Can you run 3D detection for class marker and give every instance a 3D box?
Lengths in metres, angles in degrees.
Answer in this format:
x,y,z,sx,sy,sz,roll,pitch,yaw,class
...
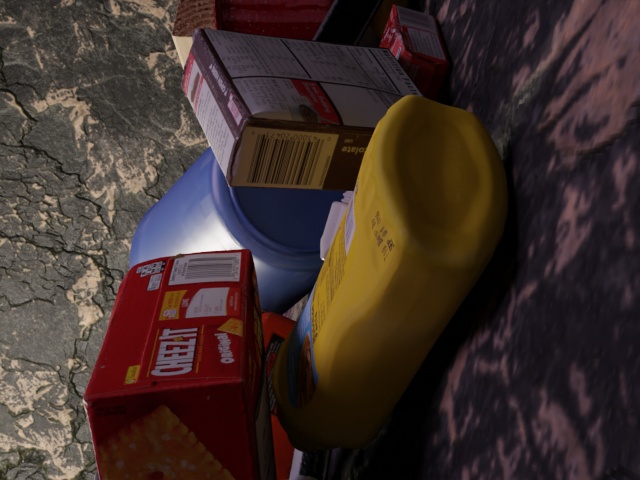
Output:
x,y,z,sx,sy,sz,roll,pitch,yaw,class
-0.002,0.098,0.625,0.020,0.020,0.121,119,164,-58,marker

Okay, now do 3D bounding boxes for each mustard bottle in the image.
x,y,z,sx,sy,sz,roll,pitch,yaw,class
0.019,0.036,0.472,0.096,0.058,0.192,-85,14,-45,mustard bottle

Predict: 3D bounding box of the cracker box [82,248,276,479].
x,y,z,sx,sy,sz,roll,pitch,yaw,class
-0.055,0.130,0.508,0.164,0.072,0.214,-100,5,-72,cracker box

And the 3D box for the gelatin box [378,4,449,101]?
x,y,z,sx,sy,sz,roll,pitch,yaw,class
0.045,-0.087,0.617,0.089,0.030,0.073,-90,18,-61,gelatin box

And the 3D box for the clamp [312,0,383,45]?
x,y,z,sx,sy,sz,roll,pitch,yaw,class
0.063,-0.208,0.639,0.165,0.036,0.209,-39,24,50,clamp

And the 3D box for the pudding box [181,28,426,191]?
x,y,z,sx,sy,sz,roll,pitch,yaw,class
-0.002,-0.063,0.521,0.090,0.113,0.039,61,139,47,pudding box

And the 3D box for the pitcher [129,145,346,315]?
x,y,z,sx,sy,sz,roll,pitch,yaw,class
-0.055,0.001,0.737,0.243,0.144,0.149,143,123,-67,pitcher

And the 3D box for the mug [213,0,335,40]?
x,y,z,sx,sy,sz,roll,pitch,yaw,class
-0.019,-0.173,0.719,0.093,0.081,0.117,17,-104,-77,mug
